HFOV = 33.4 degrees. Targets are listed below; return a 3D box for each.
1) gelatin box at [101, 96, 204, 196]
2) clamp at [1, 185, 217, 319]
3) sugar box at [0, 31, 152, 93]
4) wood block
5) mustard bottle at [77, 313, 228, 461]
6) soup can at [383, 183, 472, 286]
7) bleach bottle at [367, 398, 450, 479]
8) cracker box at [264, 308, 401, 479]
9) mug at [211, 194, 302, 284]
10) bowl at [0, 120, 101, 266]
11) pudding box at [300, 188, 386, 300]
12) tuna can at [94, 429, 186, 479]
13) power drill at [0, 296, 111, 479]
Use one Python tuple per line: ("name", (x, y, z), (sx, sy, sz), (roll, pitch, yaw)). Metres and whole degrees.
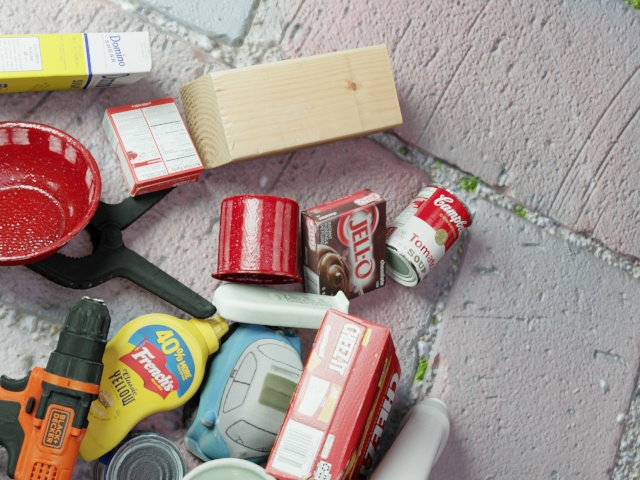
("gelatin box", (-0.166, -0.093, 1.055), (0.073, 0.030, 0.089), (-16, 72, -28))
("clamp", (-0.202, -0.009, 1.038), (0.209, 0.036, 0.164), (6, 69, -22))
("sugar box", (-0.253, -0.163, 0.990), (0.175, 0.093, 0.048), (-5, 91, -28))
("wood block", (-0.029, -0.139, 1.114), (0.205, 0.090, 0.091), (-14, 94, -28))
("mustard bottle", (-0.172, 0.127, 1.042), (0.191, 0.058, 0.096), (-30, 97, -27))
("soup can", (0.114, -0.006, 1.199), (0.102, 0.069, 0.068), (-47, 109, -21))
("bleach bottle", (0.085, 0.248, 1.123), (0.068, 0.103, 0.250), (27, 30, 9))
("cracker box", (0.022, 0.174, 1.061), (0.072, 0.213, 0.164), (18, 76, 13))
("mug", (-0.057, 0.001, 1.101), (0.117, 0.093, 0.081), (17, 72, -58))
("bowl", (-0.279, -0.032, 0.967), (0.162, 0.055, 0.162), (4, 52, -5))
("pudding box", (0.026, 0.010, 1.142), (0.089, 0.039, 0.113), (-20, 127, -27))
("tuna can", (-0.176, 0.230, 1.049), (0.086, 0.034, 0.086), (1, 87, -29))
("power drill", (-0.290, 0.123, 0.941), (0.187, 0.057, 0.184), (15, 82, -5))
